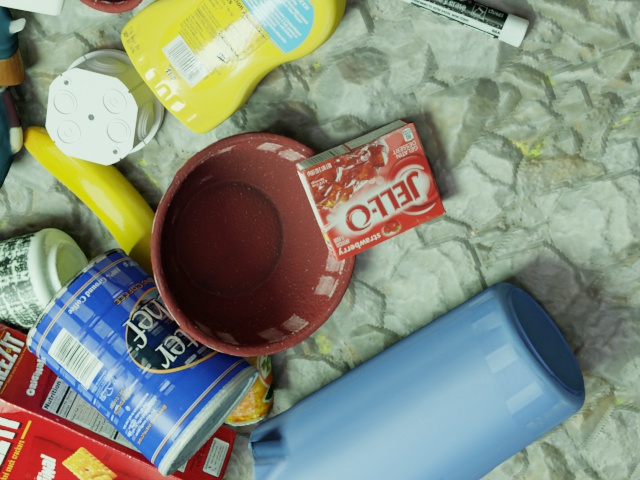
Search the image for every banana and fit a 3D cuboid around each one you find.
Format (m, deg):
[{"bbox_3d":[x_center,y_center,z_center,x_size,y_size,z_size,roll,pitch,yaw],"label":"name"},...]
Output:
[{"bbox_3d":[-0.160,-0.011,0.839,0.070,0.037,0.198,-22,107,21],"label":"banana"}]

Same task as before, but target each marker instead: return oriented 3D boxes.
[{"bbox_3d":[0.081,-0.161,0.721,0.121,0.020,0.020,22,117,3],"label":"marker"}]

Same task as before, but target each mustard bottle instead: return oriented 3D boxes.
[{"bbox_3d":[-0.040,-0.162,0.728,0.192,0.058,0.096,-34,97,25],"label":"mustard bottle"}]

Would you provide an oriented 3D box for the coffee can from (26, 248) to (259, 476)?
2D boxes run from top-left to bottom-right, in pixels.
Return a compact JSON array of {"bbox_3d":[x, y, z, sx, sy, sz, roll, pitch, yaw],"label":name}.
[{"bbox_3d":[-0.130,0.089,0.790,0.140,0.102,0.103,41,117,8],"label":"coffee can"}]

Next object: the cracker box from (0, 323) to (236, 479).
[{"bbox_3d":[-0.198,0.177,0.869,0.213,0.072,0.164,26,134,-9],"label":"cracker box"}]

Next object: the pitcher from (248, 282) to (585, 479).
[{"bbox_3d":[0.079,0.142,0.812,0.243,0.149,0.145,-37,87,22],"label":"pitcher"}]

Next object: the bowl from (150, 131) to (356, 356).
[{"bbox_3d":[-0.055,0.001,0.783,0.161,0.055,0.162,-3,97,-27],"label":"bowl"}]

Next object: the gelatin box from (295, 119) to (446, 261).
[{"bbox_3d":[0.037,-0.037,0.765,0.089,0.030,0.073,-23,108,-6],"label":"gelatin box"}]
